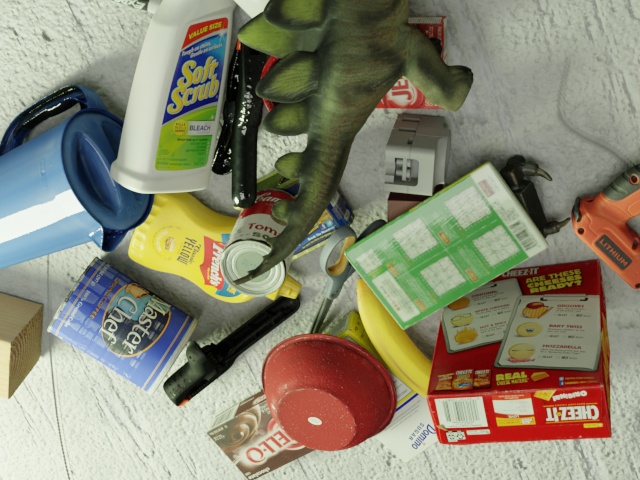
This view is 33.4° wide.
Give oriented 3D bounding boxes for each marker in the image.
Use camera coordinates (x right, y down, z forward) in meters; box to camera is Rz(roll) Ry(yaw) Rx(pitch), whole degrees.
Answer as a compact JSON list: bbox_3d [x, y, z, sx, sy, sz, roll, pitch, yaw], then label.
[{"bbox_3d":[-0.189,-0.245,1.078,0.121,0.020,0.020,18,121,4],"label":"marker"}]

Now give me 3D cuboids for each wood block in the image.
[{"bbox_3d":[-0.453,0.108,1.296,0.206,0.090,0.090,15,121,5],"label":"wood block"}]

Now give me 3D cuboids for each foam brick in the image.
[{"bbox_3d":[0.099,-0.018,1.115,0.053,0.051,0.078,4,119,12],"label":"foam brick"}]

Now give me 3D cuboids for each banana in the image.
[{"bbox_3d":[0.102,0.124,1.183,0.197,0.069,0.037,41,142,-14],"label":"banana"}]

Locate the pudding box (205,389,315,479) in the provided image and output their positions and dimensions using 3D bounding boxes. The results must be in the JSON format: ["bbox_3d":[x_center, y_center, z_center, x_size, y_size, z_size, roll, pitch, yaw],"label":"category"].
[{"bbox_3d":[-0.068,0.234,1.301,0.114,0.039,0.090,-30,108,26],"label":"pudding box"}]

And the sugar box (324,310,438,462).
[{"bbox_3d":[0.069,0.170,1.230,0.176,0.048,0.093,41,121,-13],"label":"sugar box"}]

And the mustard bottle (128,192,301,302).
[{"bbox_3d":[-0.110,0.016,1.181,0.191,0.058,0.096,25,116,-1],"label":"mustard bottle"}]

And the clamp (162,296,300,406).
[{"bbox_3d":[-0.130,0.139,1.214,0.210,0.164,0.036,-43,77,38],"label":"clamp"}]

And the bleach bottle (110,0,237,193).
[{"bbox_3d":[-0.139,-0.175,1.047,0.068,0.102,0.251,29,115,42],"label":"bleach bottle"}]

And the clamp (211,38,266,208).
[{"bbox_3d":[-0.083,-0.126,1.088,0.039,0.120,0.171,3,102,-26],"label":"clamp"}]

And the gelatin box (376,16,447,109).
[{"bbox_3d":[0.086,-0.173,1.044,0.073,0.030,0.089,2,118,12],"label":"gelatin box"}]

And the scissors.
[{"bbox_3d":[0.030,0.041,1.177,0.016,0.096,0.202,52,157,26],"label":"scissors"}]

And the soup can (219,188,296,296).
[{"bbox_3d":[-0.057,0.001,1.067,0.068,0.102,0.068,5,122,8],"label":"soup can"}]

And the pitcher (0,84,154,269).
[{"bbox_3d":[-0.310,-0.053,1.153,0.243,0.149,0.145,-18,121,30],"label":"pitcher"}]

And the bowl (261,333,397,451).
[{"bbox_3d":[0.002,0.183,1.195,0.162,0.055,0.162,9,125,13],"label":"bowl"}]

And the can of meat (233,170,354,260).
[{"bbox_3d":[-0.026,-0.033,1.134,0.102,0.057,0.084,-27,111,25],"label":"can of meat"}]

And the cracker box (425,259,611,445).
[{"bbox_3d":[0.203,0.110,1.066,0.164,0.213,0.072,-7,118,17],"label":"cracker box"}]

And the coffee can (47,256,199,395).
[{"bbox_3d":[-0.226,0.098,1.228,0.140,0.102,0.103,33,121,-5],"label":"coffee can"}]
